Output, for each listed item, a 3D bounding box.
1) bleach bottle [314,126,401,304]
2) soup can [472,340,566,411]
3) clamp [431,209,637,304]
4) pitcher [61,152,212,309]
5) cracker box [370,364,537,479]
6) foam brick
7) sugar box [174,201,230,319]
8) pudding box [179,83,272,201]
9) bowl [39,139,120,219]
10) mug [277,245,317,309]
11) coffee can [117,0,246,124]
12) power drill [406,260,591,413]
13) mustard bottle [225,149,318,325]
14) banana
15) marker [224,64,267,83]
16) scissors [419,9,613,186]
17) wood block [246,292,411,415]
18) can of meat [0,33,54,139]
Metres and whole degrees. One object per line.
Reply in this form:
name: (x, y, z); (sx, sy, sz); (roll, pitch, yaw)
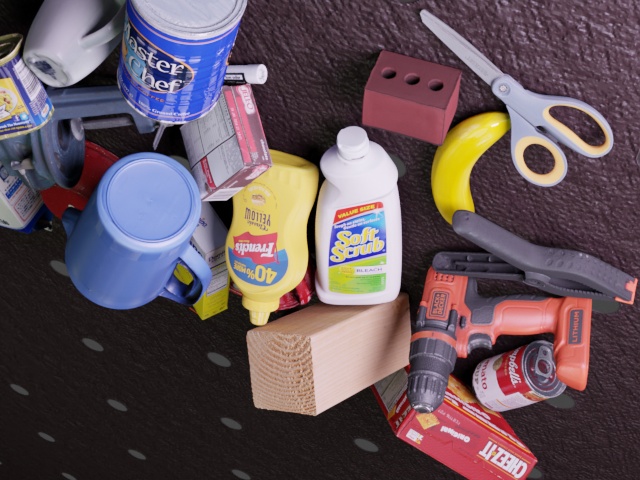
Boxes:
bleach bottle: (0.034, -0.026, 1.132); (0.102, 0.068, 0.251); (0, 143, 7)
soup can: (0.238, 0.164, 1.279); (0.068, 0.068, 0.102); (34, 149, -15)
clamp: (0.216, 0.022, 1.080); (0.210, 0.036, 0.164); (13, 164, 10)
pitcher: (-0.197, -0.005, 1.182); (0.149, 0.145, 0.243); (-7, 168, -20)
cracker box: (0.157, 0.217, 1.318); (0.164, 0.072, 0.214); (32, -175, -11)
foam brick: (0.082, -0.128, 0.957); (0.078, 0.053, 0.051); (16, 149, 13)
sugar box: (-0.150, 0.018, 1.321); (0.093, 0.048, 0.176); (54, 160, 23)
pudding box: (-0.099, -0.099, 1.102); (0.039, 0.090, 0.114); (-8, 168, -35)
bowl: (-0.296, -0.059, 1.340); (0.162, 0.055, 0.162); (19, 149, 12)
mug: (-0.047, 0.028, 1.244); (0.117, 0.093, 0.081); (53, 166, 42)
coffee can: (-0.129, -0.186, 0.972); (0.103, 0.102, 0.140); (26, 150, -1)
power drill: (0.190, 0.109, 1.135); (0.188, 0.184, 0.057); (6, 146, 12)
mustard bottle: (-0.058, 0.002, 1.155); (0.096, 0.058, 0.192); (17, 112, 26)
banana: (0.140, -0.067, 1.024); (0.069, 0.037, 0.198); (24, 150, 2)
marker: (-0.109, -0.168, 1.068); (0.121, 0.020, 0.020); (6, 145, 30)
scissors: (0.156, -0.115, 0.930); (0.201, 0.016, 0.096); (27, 124, -3)
wood block: (0.015, 0.124, 1.236); (0.090, 0.205, 0.091); (1, 102, 35)
can of meat: (-0.322, -0.146, 1.042); (0.102, 0.057, 0.084); (-10, 127, 13)
